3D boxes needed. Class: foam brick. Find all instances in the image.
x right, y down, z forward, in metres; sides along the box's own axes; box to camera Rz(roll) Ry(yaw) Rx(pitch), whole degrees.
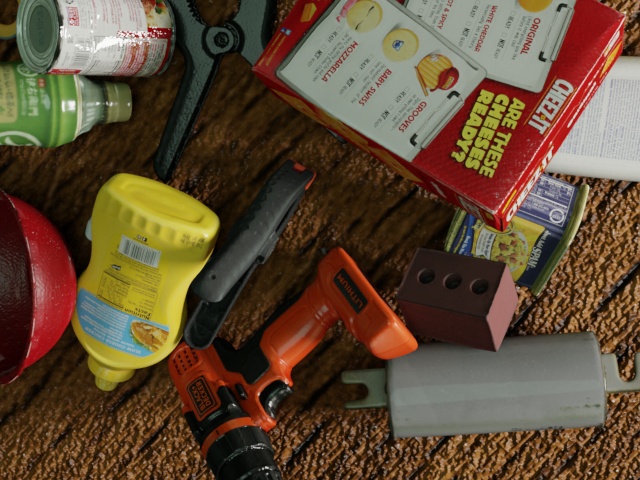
[{"bbox_3d":[0.107,0.046,0.835,0.078,0.051,0.053,10,56,27],"label":"foam brick"}]

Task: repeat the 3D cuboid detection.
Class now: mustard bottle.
[{"bbox_3d":[-0.152,0.046,0.862,0.096,0.058,0.192,23,119,2],"label":"mustard bottle"}]

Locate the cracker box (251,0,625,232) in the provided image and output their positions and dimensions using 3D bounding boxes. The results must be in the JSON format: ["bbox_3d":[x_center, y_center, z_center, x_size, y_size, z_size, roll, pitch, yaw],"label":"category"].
[{"bbox_3d":[0.084,-0.131,0.774,0.214,0.072,0.164,33,88,19],"label":"cracker box"}]

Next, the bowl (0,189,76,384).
[{"bbox_3d":[-0.243,0.033,0.862,0.162,0.055,0.162,8,100,50],"label":"bowl"}]

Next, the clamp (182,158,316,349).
[{"bbox_3d":[-0.055,0.001,0.827,0.039,0.120,0.171,30,72,-2],"label":"clamp"}]

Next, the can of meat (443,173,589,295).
[{"bbox_3d":[0.148,-0.013,0.825,0.084,0.102,0.057,21,55,4],"label":"can of meat"}]

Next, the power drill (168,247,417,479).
[{"bbox_3d":[-0.020,0.108,0.833,0.187,0.057,0.185,-37,50,3],"label":"power drill"}]

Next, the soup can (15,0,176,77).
[{"bbox_3d":[-0.172,-0.160,0.818,0.069,0.102,0.068,8,101,47],"label":"soup can"}]

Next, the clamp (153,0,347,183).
[{"bbox_3d":[-0.084,-0.152,0.855,0.164,0.036,0.210,-19,97,8],"label":"clamp"}]
